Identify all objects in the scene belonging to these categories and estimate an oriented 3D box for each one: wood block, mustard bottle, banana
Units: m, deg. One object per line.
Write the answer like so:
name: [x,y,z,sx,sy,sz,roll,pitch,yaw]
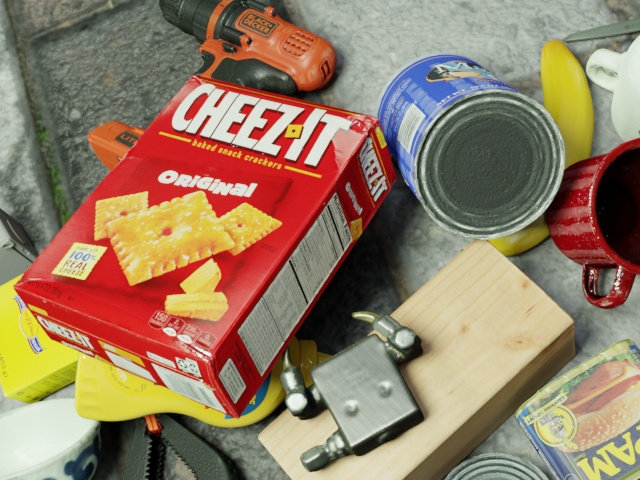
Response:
wood block: [0.070,0.107,0.739,0.206,0.090,0.090,-42,64,-4]
mustard bottle: [-0.080,0.088,0.783,0.191,0.058,0.096,5,94,-9]
banana: [0.171,-0.066,0.813,0.070,0.037,0.197,19,74,21]

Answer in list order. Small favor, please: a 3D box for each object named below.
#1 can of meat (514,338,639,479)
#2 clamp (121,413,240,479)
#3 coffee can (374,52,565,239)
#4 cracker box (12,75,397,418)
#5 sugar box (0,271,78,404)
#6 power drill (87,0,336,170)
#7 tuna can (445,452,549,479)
can of meat: [0.194,0.127,0.717,0.102,0.057,0.084,-32,62,1]
clamp: [-0.101,0.223,0.765,0.164,0.036,0.210,-30,62,1]
coffee can: [0.101,-0.071,0.760,0.103,0.103,0.140,-28,21,2]
cracker box: [-0.073,-0.007,0.715,0.164,0.072,0.213,17,58,29]
sugar box: [-0.178,0.049,0.843,0.176,0.048,0.093,-30,66,11]
power drill: [-0.106,-0.129,0.892,0.185,0.057,0.187,28,71,28]
tuna can: [0.121,0.190,0.722,0.086,0.033,0.086,-5,67,13]
